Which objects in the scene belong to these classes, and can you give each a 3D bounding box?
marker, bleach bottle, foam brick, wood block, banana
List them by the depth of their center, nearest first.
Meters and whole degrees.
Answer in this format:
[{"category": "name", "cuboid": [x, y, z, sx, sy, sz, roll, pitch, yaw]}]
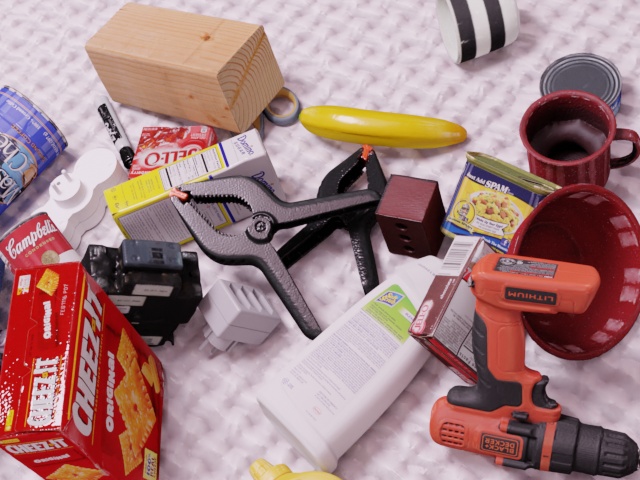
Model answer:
[{"category": "bleach bottle", "cuboid": [0.062, 0.102, 1.018, 0.250, 0.068, 0.103, -40, 63, -15]}, {"category": "foam brick", "cuboid": [0.093, -0.023, 1.078, 0.053, 0.078, 0.051, 11, 62, 23]}, {"category": "banana", "cuboid": [0.057, -0.126, 1.161, 0.198, 0.037, 0.069, 10, 23, 19]}, {"category": "wood block", "cuboid": [-0.158, -0.203, 1.231, 0.206, 0.090, 0.090, 17, 56, 33]}, {"category": "marker", "cuboid": [-0.243, -0.128, 1.270, 0.020, 0.020, 0.121, -28, 56, -4]}]

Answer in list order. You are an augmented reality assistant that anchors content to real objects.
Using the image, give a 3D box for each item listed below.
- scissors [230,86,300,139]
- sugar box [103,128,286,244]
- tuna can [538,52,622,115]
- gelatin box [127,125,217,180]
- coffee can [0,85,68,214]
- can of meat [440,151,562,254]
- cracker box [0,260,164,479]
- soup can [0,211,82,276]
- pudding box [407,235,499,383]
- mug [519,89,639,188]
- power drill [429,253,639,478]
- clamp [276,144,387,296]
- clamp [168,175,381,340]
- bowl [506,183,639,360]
[{"category": "scissors", "cuboid": [-0.078, -0.195, 1.270, 0.096, 0.016, 0.202, -13, 56, 5]}, {"category": "sugar box", "cuboid": [-0.133, -0.048, 1.146, 0.176, 0.093, 0.048, -24, 56, -2]}, {"category": "tuna can", "cuboid": [0.277, -0.157, 1.139, 0.086, 0.033, 0.086, -7, 57, 11]}, {"category": "gelatin box", "cuboid": [-0.168, -0.095, 1.222, 0.089, 0.030, 0.073, 1, 59, 16]}, {"category": "coffee can", "cuboid": [-0.378, -0.095, 1.236, 0.103, 0.103, 0.140, 30, 70, 29]}, {"category": "can of meat", "cuboid": [0.177, -0.030, 1.051, 0.102, 0.057, 0.084, 28, 108, 29]}, {"category": "cracker box", "cuboid": [-0.210, 0.142, 0.973, 0.072, 0.213, 0.164, -9, 57, 9]}, {"category": "soup can", "cuboid": [-0.288, 0.029, 1.131, 0.068, 0.068, 0.102, -38, 86, -10]}, {"category": "pudding box", "cuboid": [0.142, 0.065, 0.997, 0.039, 0.090, 0.113, 3, 58, 54]}, {"category": "mug", "cuboid": [0.261, -0.091, 1.072, 0.117, 0.081, 0.093, -3, 58, 13]}, {"category": "power drill", "cuboid": [0.189, 0.112, 0.914, 0.184, 0.188, 0.057, 8, 20, 14]}, {"category": "clamp", "cuboid": [0.033, -0.019, 1.116, 0.120, 0.039, 0.171, 24, 74, 19]}, {"category": "clamp", "cuboid": [-0.057, 0.001, 1.071, 0.210, 0.036, 0.164, 15, 75, 5]}, {"category": "bowl", "cuboid": [0.226, 0.028, 0.990, 0.162, 0.162, 0.055, -49, 22, -17]}]
